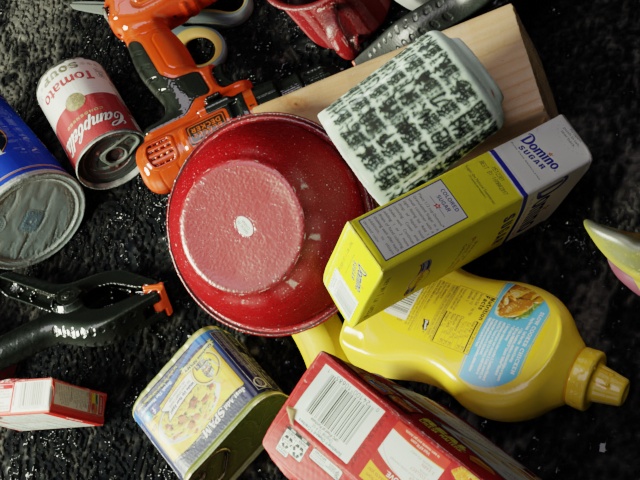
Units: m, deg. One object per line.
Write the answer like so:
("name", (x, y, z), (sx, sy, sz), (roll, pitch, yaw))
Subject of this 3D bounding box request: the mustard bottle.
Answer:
("mustard bottle", (0.115, 0.070, 0.726), (0.192, 0.058, 0.096), (19, 63, 29))

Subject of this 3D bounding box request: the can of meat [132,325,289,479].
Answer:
("can of meat", (-0.082, 0.127, 0.804), (0.102, 0.057, 0.084), (-48, 58, 3))

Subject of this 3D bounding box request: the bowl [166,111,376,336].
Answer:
("bowl", (-0.045, -0.010, 0.740), (0.162, 0.055, 0.162), (1, 93, 18))

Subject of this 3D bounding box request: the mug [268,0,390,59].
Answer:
("mug", (0.010, -0.198, 0.861), (0.093, 0.081, 0.117), (-24, 63, 16))

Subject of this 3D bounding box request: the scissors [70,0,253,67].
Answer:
("scissors", (-0.153, -0.190, 0.975), (0.202, 0.016, 0.096), (-3, 71, 25))

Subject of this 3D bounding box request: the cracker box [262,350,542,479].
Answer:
("cracker box", (0.083, 0.155, 0.623), (0.164, 0.213, 0.072), (35, 91, 31))

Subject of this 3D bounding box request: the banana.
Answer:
("banana", (-0.013, 0.069, 0.788), (0.037, 0.069, 0.198), (-52, 48, 38))

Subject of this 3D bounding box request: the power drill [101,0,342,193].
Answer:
("power drill", (-0.088, -0.149, 0.888), (0.184, 0.057, 0.188), (-25, 67, 0))

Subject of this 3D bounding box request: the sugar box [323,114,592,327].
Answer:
("sugar box", (0.090, -0.012, 0.703), (0.176, 0.093, 0.048), (-25, 72, -21))

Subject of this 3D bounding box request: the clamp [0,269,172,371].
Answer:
("clamp", (-0.209, 0.054, 0.885), (0.171, 0.039, 0.120), (-12, 42, 0))

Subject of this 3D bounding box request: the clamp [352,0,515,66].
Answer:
("clamp", (0.117, -0.178, 0.799), (0.210, 0.164, 0.036), (-32, 85, 36))

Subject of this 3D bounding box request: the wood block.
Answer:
("wood block", (0.066, -0.080, 0.787), (0.206, 0.090, 0.090), (-19, 65, 18))

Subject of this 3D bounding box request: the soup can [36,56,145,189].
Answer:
("soup can", (-0.200, -0.104, 0.937), (0.068, 0.068, 0.102), (-39, 59, 8))

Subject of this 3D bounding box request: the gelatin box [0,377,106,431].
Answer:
("gelatin box", (-0.231, 0.132, 0.863), (0.089, 0.073, 0.030), (-7, 70, 24))

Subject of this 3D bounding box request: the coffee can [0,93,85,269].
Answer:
("coffee can", (-0.287, -0.057, 0.941), (0.103, 0.102, 0.140), (-47, 59, 3))
